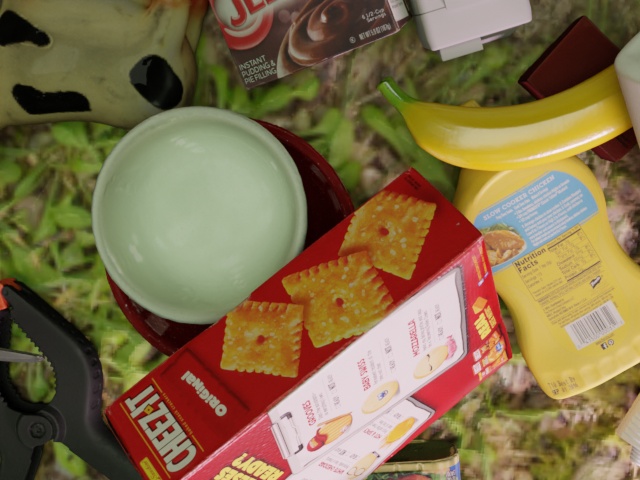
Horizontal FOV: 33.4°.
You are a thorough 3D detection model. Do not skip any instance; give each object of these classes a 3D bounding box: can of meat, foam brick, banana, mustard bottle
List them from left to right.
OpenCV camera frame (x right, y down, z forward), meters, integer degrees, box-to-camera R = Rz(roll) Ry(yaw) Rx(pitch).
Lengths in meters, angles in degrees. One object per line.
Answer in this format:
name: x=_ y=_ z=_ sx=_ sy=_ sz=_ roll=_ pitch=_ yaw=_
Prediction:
can of meat: x=0.046 y=0.180 z=0.704 sx=0.102 sy=0.057 sz=0.084 roll=-4 pitch=96 yaw=4
mustard bottle: x=0.137 y=-0.003 z=0.672 sx=0.096 sy=0.058 sz=0.191 roll=-31 pitch=95 yaw=8
banana: x=0.135 y=-0.080 z=0.617 sx=0.198 sy=0.037 sz=0.069 roll=-12 pitch=101 yaw=4
foam brick: x=0.169 y=-0.093 z=0.661 sx=0.078 sy=0.051 sz=0.053 roll=43 pitch=99 yaw=-3

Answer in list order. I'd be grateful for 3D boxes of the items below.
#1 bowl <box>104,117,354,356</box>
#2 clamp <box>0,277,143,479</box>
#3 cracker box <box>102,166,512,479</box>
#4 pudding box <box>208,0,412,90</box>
bowl: x=-0.054 y=0.001 z=0.684 sx=0.162 sy=0.055 sz=0.162 roll=0 pitch=98 yaw=3
clamp: x=-0.192 y=0.131 z=0.719 sx=0.164 sy=0.036 sz=0.210 roll=-24 pitch=94 yaw=6
cracker box: x=0.003 y=0.079 z=0.618 sx=0.213 sy=0.164 sz=0.072 roll=-38 pitch=58 yaw=-6
pudding box: x=-0.012 y=-0.153 z=0.648 sx=0.114 sy=0.039 sz=0.090 roll=-17 pitch=104 yaw=26
